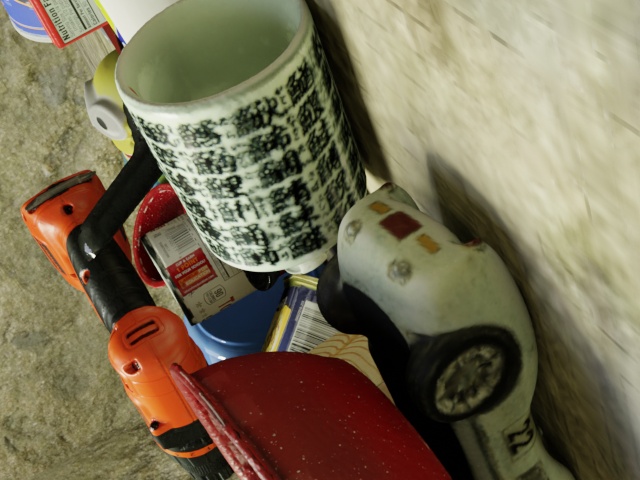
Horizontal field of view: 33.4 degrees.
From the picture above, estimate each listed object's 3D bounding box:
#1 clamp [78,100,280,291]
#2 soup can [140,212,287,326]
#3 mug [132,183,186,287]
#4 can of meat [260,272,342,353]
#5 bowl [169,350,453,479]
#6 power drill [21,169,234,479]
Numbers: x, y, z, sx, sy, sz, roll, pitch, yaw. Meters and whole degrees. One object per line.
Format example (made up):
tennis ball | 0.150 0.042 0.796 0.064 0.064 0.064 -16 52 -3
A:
clamp | -0.070 -0.050 0.627 0.120 0.171 0.039 23 152 -31
soup can | -0.054 0.001 0.679 0.068 0.102 0.068 57 172 13
mug | -0.107 -0.012 0.962 0.081 0.117 0.093 7 -161 -39
can of meat | -0.007 0.069 0.643 0.057 0.084 0.102 21 173 -5
bowl | 0.011 0.097 0.402 0.162 0.055 0.162 51 167 17
power drill | -0.117 0.057 0.690 0.188 0.057 0.184 50 164 33
